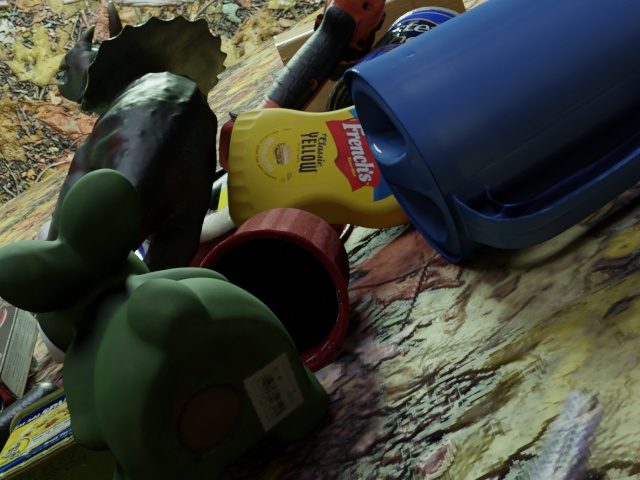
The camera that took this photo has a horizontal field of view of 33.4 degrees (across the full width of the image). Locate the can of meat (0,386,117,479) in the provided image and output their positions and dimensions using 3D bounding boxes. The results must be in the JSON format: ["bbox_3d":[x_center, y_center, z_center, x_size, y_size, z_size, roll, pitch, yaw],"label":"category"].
[{"bbox_3d":[-0.146,0.128,0.638,0.102,0.057,0.084,-29,17,10],"label":"can of meat"}]

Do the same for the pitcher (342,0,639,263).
[{"bbox_3d":[0.150,-0.095,0.640,0.242,0.149,0.145,-31,-7,-5],"label":"pitcher"}]

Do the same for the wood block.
[{"bbox_3d":[0.060,-0.221,1.199,0.206,0.091,0.090,-21,17,3],"label":"wood block"}]

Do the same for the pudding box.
[{"bbox_3d":[-0.309,0.118,0.977,0.090,0.039,0.113,-29,34,15],"label":"pudding box"}]

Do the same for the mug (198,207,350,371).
[{"bbox_3d":[-0.030,0.038,0.655,0.081,0.093,0.117,-67,1,-73],"label":"mug"}]

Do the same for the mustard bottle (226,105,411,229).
[{"bbox_3d":[0.031,-0.055,0.775,0.192,0.058,0.096,-3,63,13],"label":"mustard bottle"}]

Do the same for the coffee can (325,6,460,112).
[{"bbox_3d":[0.077,-0.126,0.900,0.103,0.103,0.140,-22,18,35],"label":"coffee can"}]

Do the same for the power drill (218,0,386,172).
[{"bbox_3d":[-0.015,-0.132,0.916,0.187,0.057,0.184,-57,-3,-15],"label":"power drill"}]
